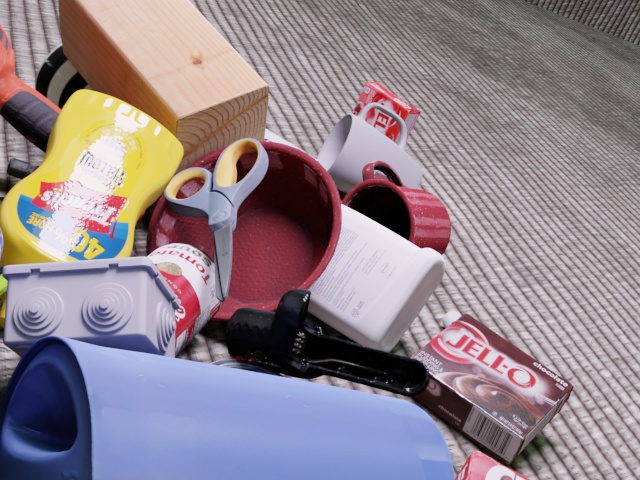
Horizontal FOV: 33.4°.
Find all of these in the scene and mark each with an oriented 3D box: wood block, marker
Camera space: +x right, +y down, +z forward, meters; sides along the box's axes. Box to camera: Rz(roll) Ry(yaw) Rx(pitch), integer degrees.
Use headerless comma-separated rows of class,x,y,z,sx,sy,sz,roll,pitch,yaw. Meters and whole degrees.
wood block,-0.141,-0.151,0.936,0.090,0.090,0.206,-25,57,-27
marker,0.138,0.104,0.952,0.020,0.020,0.121,15,26,-24

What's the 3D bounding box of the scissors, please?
scissors,-0.088,-0.013,0.792,0.201,0.096,0.016,-75,144,-50

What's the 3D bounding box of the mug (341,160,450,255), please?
mug,0.071,-0.023,1.049,0.081,0.093,0.117,1,67,-53

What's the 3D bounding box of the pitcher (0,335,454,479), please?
pitcher,-0.052,0.126,0.587,0.242,0.145,0.149,12,62,-35

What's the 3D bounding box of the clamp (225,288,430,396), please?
clamp,-0.020,0.066,0.728,0.172,0.039,0.120,-3,-38,48

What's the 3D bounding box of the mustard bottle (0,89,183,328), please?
mustard bottle,-0.177,-0.015,0.764,0.096,0.058,0.191,30,55,-11

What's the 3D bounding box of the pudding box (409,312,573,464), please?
pudding box,0.135,0.118,0.870,0.114,0.039,0.089,36,42,21

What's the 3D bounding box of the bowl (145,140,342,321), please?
bowl,-0.056,0.001,0.862,0.162,0.162,0.055,39,-11,29

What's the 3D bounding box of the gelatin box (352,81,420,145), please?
gelatin box,0.071,-0.138,1.303,0.073,0.089,0.030,39,27,27

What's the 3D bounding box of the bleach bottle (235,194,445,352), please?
bleach bottle,-0.022,-0.008,0.926,0.251,0.102,0.068,34,-6,21

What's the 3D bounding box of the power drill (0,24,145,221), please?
power drill,-0.222,-0.102,0.902,0.187,0.057,0.184,41,7,-24

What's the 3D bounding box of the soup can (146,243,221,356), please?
soup can,-0.116,0.048,0.756,0.068,0.069,0.102,28,23,6
